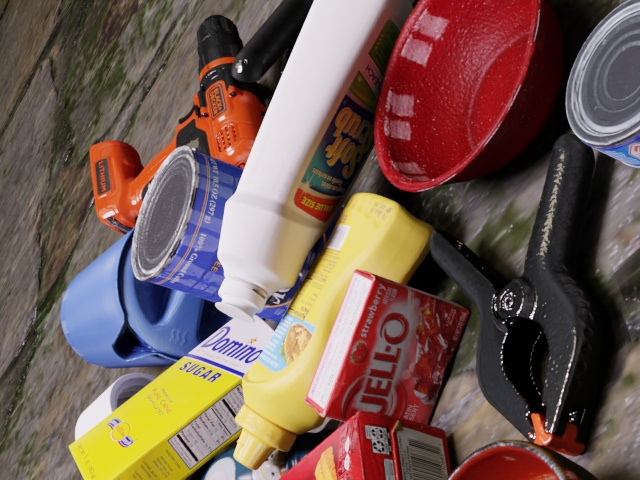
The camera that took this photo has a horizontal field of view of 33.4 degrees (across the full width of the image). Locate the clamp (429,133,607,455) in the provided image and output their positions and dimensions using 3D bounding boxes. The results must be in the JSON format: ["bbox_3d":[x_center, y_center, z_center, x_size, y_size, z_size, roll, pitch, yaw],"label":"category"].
[{"bbox_3d":[0.106,0.036,0.582,0.120,0.039,0.171,-37,42,50],"label":"clamp"}]

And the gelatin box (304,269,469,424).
[{"bbox_3d":[0.041,0.070,0.643,0.030,0.073,0.089,23,93,63],"label":"gelatin box"}]

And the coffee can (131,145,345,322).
[{"bbox_3d":[-0.055,0.001,0.795,0.103,0.140,0.103,-41,39,44],"label":"coffee can"}]

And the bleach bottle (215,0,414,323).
[{"bbox_3d":[-0.005,-0.058,0.734,0.068,0.102,0.250,14,70,27],"label":"bleach bottle"}]

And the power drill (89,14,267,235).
[{"bbox_3d":[-0.134,-0.102,0.994,0.188,0.057,0.184,-34,50,26],"label":"power drill"}]

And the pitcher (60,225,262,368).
[{"bbox_3d":[-0.147,0.048,0.972,0.243,0.149,0.145,-20,70,61],"label":"pitcher"}]

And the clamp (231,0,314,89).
[{"bbox_3d":[-0.011,-0.197,0.879,0.164,0.036,0.210,11,-79,-78],"label":"clamp"}]

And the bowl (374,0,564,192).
[{"bbox_3d":[0.100,-0.099,0.665,0.162,0.055,0.162,-41,39,44],"label":"bowl"}]

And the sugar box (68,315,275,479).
[{"bbox_3d":[-0.099,0.129,0.803,0.176,0.048,0.093,-40,25,-11],"label":"sugar box"}]

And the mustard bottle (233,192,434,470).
[{"bbox_3d":[0.000,0.062,0.696,0.191,0.058,0.096,-58,16,-6],"label":"mustard bottle"}]
